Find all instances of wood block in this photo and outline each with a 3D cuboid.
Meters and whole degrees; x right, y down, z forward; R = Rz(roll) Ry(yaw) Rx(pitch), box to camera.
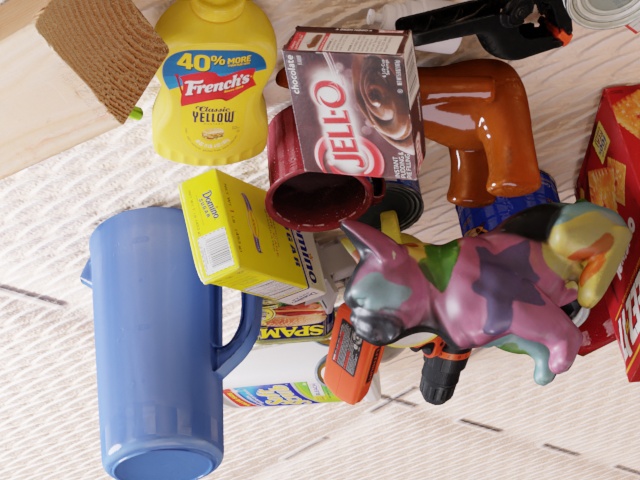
[{"bbox_3d":[-0.222,-0.110,0.767,0.206,0.090,0.090,-17,127,35],"label":"wood block"}]

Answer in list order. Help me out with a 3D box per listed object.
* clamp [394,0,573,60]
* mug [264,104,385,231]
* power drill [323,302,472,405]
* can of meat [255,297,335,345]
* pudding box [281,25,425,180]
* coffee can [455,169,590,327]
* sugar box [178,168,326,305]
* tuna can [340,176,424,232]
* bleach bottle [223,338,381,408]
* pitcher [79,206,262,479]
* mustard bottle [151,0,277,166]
[{"bbox_3d":[0.140,-0.186,0.788,0.171,0.039,0.120,0,134,-45],"label":"clamp"},{"bbox_3d":[0.006,-0.064,0.928,0.117,0.081,0.093,13,141,-25],"label":"mug"},{"bbox_3d":[0.091,0.111,1.121,0.187,0.057,0.184,-13,123,-40],"label":"power drill"},{"bbox_3d":[-0.033,0.064,1.133,0.102,0.057,0.084,-4,144,-3],"label":"can of meat"},{"bbox_3d":[0.027,-0.099,0.776,0.090,0.039,0.113,5,132,18],"label":"pudding box"},{"bbox_3d":[0.191,0.015,1.022,0.102,0.140,0.103,-4,146,-3],"label":"coffee can"},{"bbox_3d":[-0.056,0.001,0.960,0.048,0.093,0.176,-21,163,23],"label":"sugar box"},{"bbox_3d":[0.054,-0.040,1.014,0.086,0.034,0.086,-4,146,-3],"label":"tuna can"},{"bbox_3d":[-0.059,0.166,1.276,0.251,0.068,0.102,-10,147,10],"label":"bleach bottle"},{"bbox_3d":[-0.140,0.096,0.996,0.144,0.243,0.149,10,144,-26],"label":"pitcher"},{"bbox_3d":[-0.083,-0.137,0.828,0.096,0.058,0.192,0,145,-9],"label":"mustard bottle"}]
